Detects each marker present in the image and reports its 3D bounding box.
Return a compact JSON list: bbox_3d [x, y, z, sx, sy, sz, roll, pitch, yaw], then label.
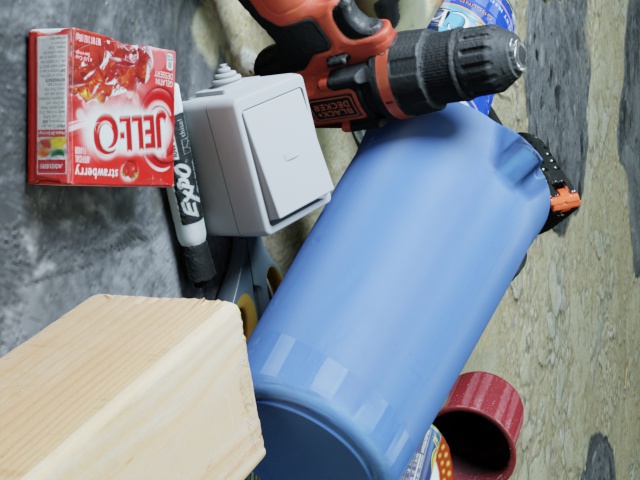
[{"bbox_3d":[-0.079,-0.029,0.607,0.020,0.020,0.121,-44,131,-55],"label":"marker"}]

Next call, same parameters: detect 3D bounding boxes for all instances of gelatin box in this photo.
[{"bbox_3d":[-0.106,-0.063,0.534,0.089,0.030,0.073,-3,94,-64],"label":"gelatin box"}]

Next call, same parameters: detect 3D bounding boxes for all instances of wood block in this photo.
[{"bbox_3d":[-0.115,0.105,0.459,0.205,0.091,0.090,-40,126,-56],"label":"wood block"}]

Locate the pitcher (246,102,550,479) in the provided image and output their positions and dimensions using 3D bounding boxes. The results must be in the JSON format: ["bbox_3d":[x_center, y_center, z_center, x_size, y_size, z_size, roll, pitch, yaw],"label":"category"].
[{"bbox_3d":[0.033,0.039,0.646,0.242,0.145,0.149,-56,154,-38],"label":"pitcher"}]

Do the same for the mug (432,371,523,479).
[{"bbox_3d":[0.142,0.186,1.017,0.117,0.093,0.081,-66,171,30],"label":"mug"}]

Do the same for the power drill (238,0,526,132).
[{"bbox_3d":[0.008,-0.144,0.612,0.187,0.185,0.057,59,40,-34],"label":"power drill"}]

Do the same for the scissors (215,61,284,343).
[{"bbox_3d":[-0.054,0.001,0.663,0.096,0.016,0.202,-55,139,-49],"label":"scissors"}]
